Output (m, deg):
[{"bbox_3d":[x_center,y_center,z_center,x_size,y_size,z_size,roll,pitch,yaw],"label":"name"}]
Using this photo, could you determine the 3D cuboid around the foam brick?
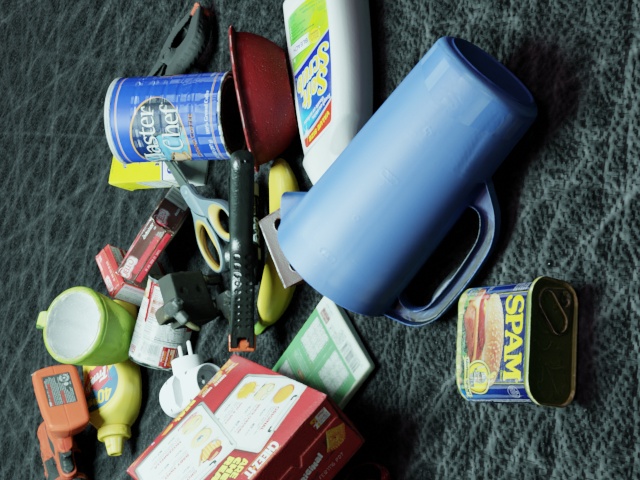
[{"bbox_3d":[-0.018,0.001,1.094,0.053,0.051,0.078,-30,78,43],"label":"foam brick"}]

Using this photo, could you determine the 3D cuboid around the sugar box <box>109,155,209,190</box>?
[{"bbox_3d":[-0.207,-0.116,1.382,0.177,0.048,0.093,-2,78,52],"label":"sugar box"}]

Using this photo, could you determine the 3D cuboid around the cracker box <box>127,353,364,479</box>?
[{"bbox_3d":[-0.076,0.204,1.006,0.164,0.072,0.214,-47,23,-16],"label":"cracker box"}]

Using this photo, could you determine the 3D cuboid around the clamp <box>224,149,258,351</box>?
[{"bbox_3d":[-0.083,0.010,1.124,0.164,0.036,0.210,111,158,-77],"label":"clamp"}]

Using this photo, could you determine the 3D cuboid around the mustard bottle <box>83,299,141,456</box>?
[{"bbox_3d":[-0.267,0.180,1.363,0.096,0.058,0.191,-29,59,37],"label":"mustard bottle"}]

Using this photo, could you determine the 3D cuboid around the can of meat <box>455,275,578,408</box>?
[{"bbox_3d":[0.158,0.084,0.870,0.084,0.057,0.102,-11,71,52],"label":"can of meat"}]

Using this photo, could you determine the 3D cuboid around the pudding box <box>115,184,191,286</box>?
[{"bbox_3d":[-0.201,-0.007,1.305,0.090,0.039,0.113,-52,7,23],"label":"pudding box"}]

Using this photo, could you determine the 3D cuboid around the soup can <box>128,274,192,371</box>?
[{"bbox_3d":[-0.185,0.098,1.277,0.069,0.068,0.102,20,96,51],"label":"soup can"}]

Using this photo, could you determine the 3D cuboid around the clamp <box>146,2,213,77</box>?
[{"bbox_3d":[-0.182,-0.221,1.356,0.120,0.039,0.171,30,90,49],"label":"clamp"}]

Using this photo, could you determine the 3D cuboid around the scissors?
[{"bbox_3d":[-0.144,-0.059,1.261,0.096,0.016,0.202,-39,70,49],"label":"scissors"}]

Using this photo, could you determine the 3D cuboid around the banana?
[{"bbox_3d":[-0.047,0.006,1.158,0.070,0.037,0.198,3,82,51],"label":"banana"}]

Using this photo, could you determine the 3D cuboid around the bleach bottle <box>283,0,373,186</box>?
[{"bbox_3d":[0.017,-0.151,1.104,0.103,0.067,0.251,-27,62,46],"label":"bleach bottle"}]

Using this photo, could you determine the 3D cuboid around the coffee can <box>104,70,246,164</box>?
[{"bbox_3d":[-0.166,-0.142,1.244,0.140,0.102,0.103,-1,77,14],"label":"coffee can"}]

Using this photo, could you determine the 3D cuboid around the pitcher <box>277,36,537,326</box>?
[{"bbox_3d":[0.087,-0.050,0.953,0.243,0.149,0.145,-52,30,24],"label":"pitcher"}]

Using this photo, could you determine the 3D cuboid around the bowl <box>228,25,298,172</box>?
[{"bbox_3d":[-0.058,-0.158,1.165,0.162,0.055,0.162,-9,-90,-89],"label":"bowl"}]

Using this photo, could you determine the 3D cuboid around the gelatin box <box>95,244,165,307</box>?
[{"bbox_3d":[-0.230,0.049,1.327,0.030,0.089,0.073,-48,46,18],"label":"gelatin box"}]

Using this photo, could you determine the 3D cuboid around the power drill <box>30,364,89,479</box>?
[{"bbox_3d":[-0.326,0.265,1.361,0.188,0.057,0.184,102,148,-42],"label":"power drill"}]
